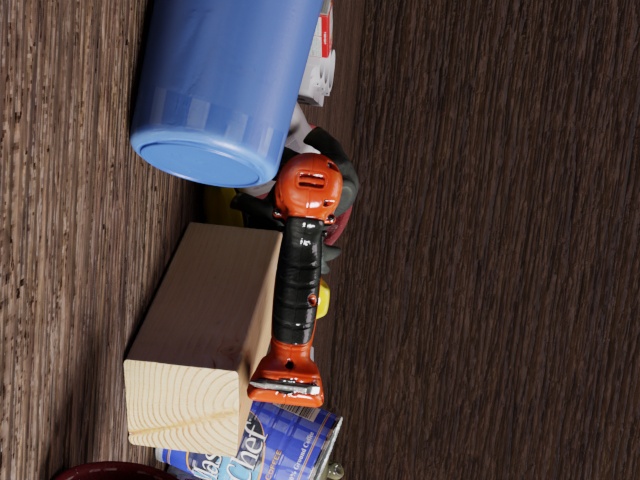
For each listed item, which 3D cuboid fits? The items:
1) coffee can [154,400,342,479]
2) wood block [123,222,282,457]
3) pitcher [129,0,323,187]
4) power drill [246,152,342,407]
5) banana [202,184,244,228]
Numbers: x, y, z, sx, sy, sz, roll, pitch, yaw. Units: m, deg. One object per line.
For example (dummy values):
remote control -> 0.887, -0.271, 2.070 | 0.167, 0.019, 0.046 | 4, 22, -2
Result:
coffee can -> -0.064, 0.178, 0.964 | 0.102, 0.140, 0.103 | 23, 89, -82
wood block -> -0.093, 0.077, 0.912 | 0.206, 0.091, 0.090 | -76, 171, -57
pitcher -> -0.066, -0.166, 0.791 | 0.149, 0.145, 0.243 | 46, 54, -68
power drill -> -0.020, 0.033, 0.831 | 0.184, 0.057, 0.187 | 108, -13, -84
banana -> -0.096, 0.018, 1.049 | 0.069, 0.037, 0.198 | -51, 138, -66
